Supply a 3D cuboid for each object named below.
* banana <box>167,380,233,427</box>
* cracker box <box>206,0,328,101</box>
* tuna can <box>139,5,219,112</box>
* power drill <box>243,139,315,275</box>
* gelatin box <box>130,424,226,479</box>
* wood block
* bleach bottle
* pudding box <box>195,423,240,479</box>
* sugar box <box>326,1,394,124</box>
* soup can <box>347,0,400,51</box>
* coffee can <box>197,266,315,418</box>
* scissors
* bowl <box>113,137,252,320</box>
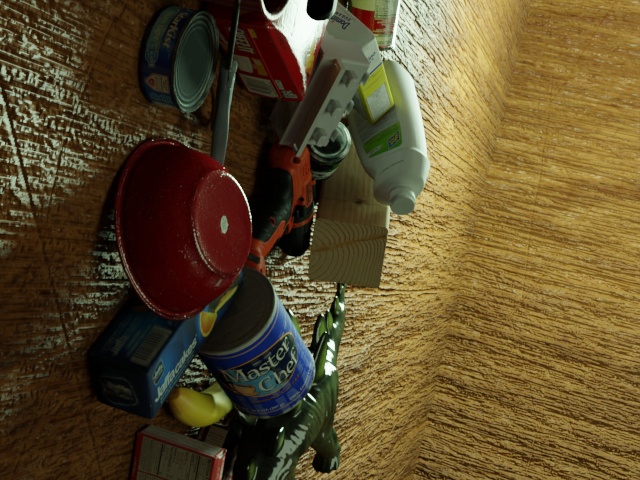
[{"bbox_3d":[-0.123,0.169,1.176,0.197,0.037,0.069,-31,115,-71],"label":"banana"},{"bbox_3d":[-0.031,-0.265,1.038,0.164,0.072,0.213,58,47,-69],"label":"cracker box"},{"bbox_3d":[-0.118,-0.153,0.899,0.086,0.034,0.086,15,90,-75],"label":"tuna can"},{"bbox_3d":[-0.058,0.001,1.217,0.184,0.057,0.187,86,22,-49],"label":"power drill"},{"bbox_3d":[-0.142,0.230,1.054,0.030,0.089,0.073,-28,130,-69],"label":"gelatin box"},{"bbox_3d":[0.042,-0.037,1.367,0.206,0.091,0.090,-79,177,-58],"label":"wood block"},{"bbox_3d":[0.083,-0.121,1.345,0.068,0.103,0.251,38,30,-32],"label":"bleach bottle"},{"bbox_3d":[-0.125,0.266,1.241,0.113,0.039,0.090,68,39,-65],"label":"pudding box"},{"bbox_3d":[0.034,-0.214,1.263,0.048,0.093,0.176,-42,160,-7],"label":"sugar box"},{"bbox_3d":[0.068,-0.300,1.364,0.068,0.068,0.102,-49,149,-59],"label":"soup can"},{"bbox_3d":[-0.074,0.108,1.111,0.102,0.103,0.140,-67,150,-30],"label":"coffee can"},{"bbox_3d":[-0.084,-0.129,0.940,0.202,0.016,0.096,120,-26,-72],"label":"scissors"},{"bbox_3d":[-0.106,-0.013,0.921,0.161,0.055,0.162,18,70,-59],"label":"bowl"}]
